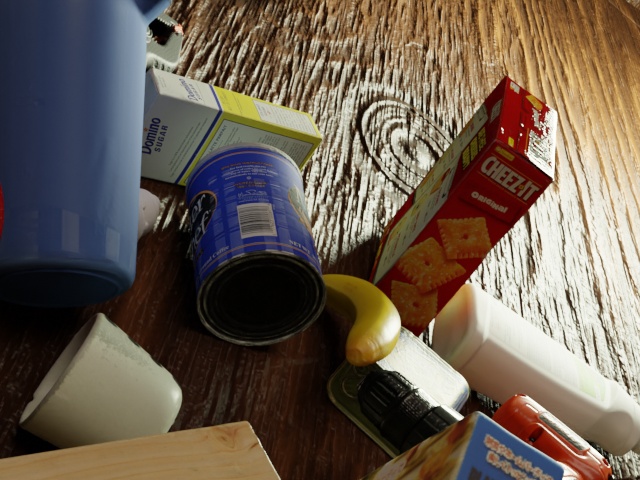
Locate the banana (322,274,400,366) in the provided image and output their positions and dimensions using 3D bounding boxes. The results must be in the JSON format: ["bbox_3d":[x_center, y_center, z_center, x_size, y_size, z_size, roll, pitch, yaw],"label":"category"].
[{"bbox_3d":[0.030,0.063,0.874,0.069,0.037,0.198,-11,15,-13],"label":"banana"}]

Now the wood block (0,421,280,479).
[{"bbox_3d":[-0.119,0.172,0.591,0.205,0.090,0.091,0,46,-47],"label":"wood block"}]

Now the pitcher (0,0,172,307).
[{"bbox_3d":[-0.197,-0.080,0.758,0.144,0.149,0.243,13,65,-40],"label":"pitcher"}]

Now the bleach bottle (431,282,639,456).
[{"bbox_3d":[0.224,0.142,1.020,0.250,0.068,0.102,32,31,-13],"label":"bleach bottle"}]

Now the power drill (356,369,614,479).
[{"bbox_3d":[0.127,0.157,0.776,0.185,0.057,0.187,42,18,24],"label":"power drill"}]

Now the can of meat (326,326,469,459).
[{"bbox_3d":[0.067,0.124,0.885,0.102,0.058,0.083,41,29,7],"label":"can of meat"}]

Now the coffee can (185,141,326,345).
[{"bbox_3d":[-0.056,0.001,0.877,0.102,0.103,0.140,20,34,-27],"label":"coffee can"}]

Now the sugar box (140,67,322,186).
[{"bbox_3d":[-0.096,-0.091,0.972,0.175,0.093,0.048,14,37,-35],"label":"sugar box"}]

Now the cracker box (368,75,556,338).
[{"bbox_3d":[0.133,-0.030,1.006,0.072,0.214,0.164,34,30,-6],"label":"cracker box"}]
